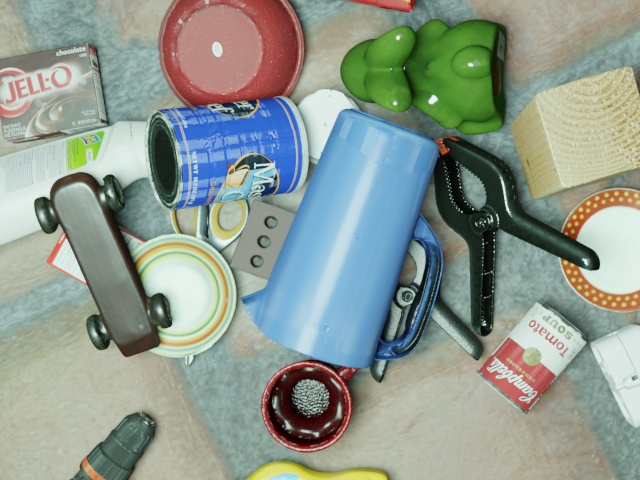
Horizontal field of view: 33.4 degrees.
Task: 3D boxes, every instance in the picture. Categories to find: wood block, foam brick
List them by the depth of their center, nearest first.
[{"bbox_3d":[0.249,-0.098,1.041,0.090,0.206,0.091,-16,88,3],"label":"wood block"},{"bbox_3d":[-0.057,0.001,1.138,0.053,0.051,0.078,19,91,4],"label":"foam brick"}]

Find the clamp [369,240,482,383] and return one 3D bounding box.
[{"bbox_3d":[0.105,0.062,1.133,0.120,0.039,0.171,-6,92,4],"label":"clamp"}]

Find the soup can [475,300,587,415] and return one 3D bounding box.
[{"bbox_3d":[0.220,0.121,1.111,0.068,0.068,0.102,40,91,3],"label":"soup can"}]

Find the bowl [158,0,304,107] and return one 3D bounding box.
[{"bbox_3d":[-0.100,-0.201,1.125,0.162,0.055,0.162,2,102,8],"label":"bowl"}]

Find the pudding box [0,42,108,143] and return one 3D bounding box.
[{"bbox_3d":[-0.294,-0.159,1.162,0.113,0.039,0.090,-10,88,4],"label":"pudding box"}]

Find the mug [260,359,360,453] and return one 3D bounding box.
[{"bbox_3d":[-0.003,0.161,1.118,0.117,0.081,0.093,-43,87,3],"label":"mug"}]

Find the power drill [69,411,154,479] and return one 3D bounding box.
[{"bbox_3d":[-0.189,0.302,1.144,0.188,0.057,0.184,39,96,6],"label":"power drill"}]

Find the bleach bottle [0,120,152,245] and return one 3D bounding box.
[{"bbox_3d":[-0.266,-0.066,1.134,0.251,0.068,0.102,-18,48,2],"label":"bleach bottle"}]

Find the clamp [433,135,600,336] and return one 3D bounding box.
[{"bbox_3d":[0.173,-0.012,1.113,0.165,0.036,0.210,-46,70,36],"label":"clamp"}]

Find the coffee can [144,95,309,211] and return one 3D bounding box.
[{"bbox_3d":[-0.096,-0.090,1.089,0.140,0.103,0.103,-10,89,-26],"label":"coffee can"}]

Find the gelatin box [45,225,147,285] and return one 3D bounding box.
[{"bbox_3d":[-0.241,0.014,1.162,0.089,0.030,0.073,29,90,3],"label":"gelatin box"}]

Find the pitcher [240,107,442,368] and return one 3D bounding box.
[{"bbox_3d":[0.040,0.000,1.072,0.145,0.149,0.243,25,99,35],"label":"pitcher"}]

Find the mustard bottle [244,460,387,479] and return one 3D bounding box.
[{"bbox_3d":[-0.026,0.284,1.131,0.191,0.058,0.096,5,89,4],"label":"mustard bottle"}]

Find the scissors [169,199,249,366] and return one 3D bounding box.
[{"bbox_3d":[-0.116,0.030,1.160,0.096,0.016,0.202,-9,89,4],"label":"scissors"}]
